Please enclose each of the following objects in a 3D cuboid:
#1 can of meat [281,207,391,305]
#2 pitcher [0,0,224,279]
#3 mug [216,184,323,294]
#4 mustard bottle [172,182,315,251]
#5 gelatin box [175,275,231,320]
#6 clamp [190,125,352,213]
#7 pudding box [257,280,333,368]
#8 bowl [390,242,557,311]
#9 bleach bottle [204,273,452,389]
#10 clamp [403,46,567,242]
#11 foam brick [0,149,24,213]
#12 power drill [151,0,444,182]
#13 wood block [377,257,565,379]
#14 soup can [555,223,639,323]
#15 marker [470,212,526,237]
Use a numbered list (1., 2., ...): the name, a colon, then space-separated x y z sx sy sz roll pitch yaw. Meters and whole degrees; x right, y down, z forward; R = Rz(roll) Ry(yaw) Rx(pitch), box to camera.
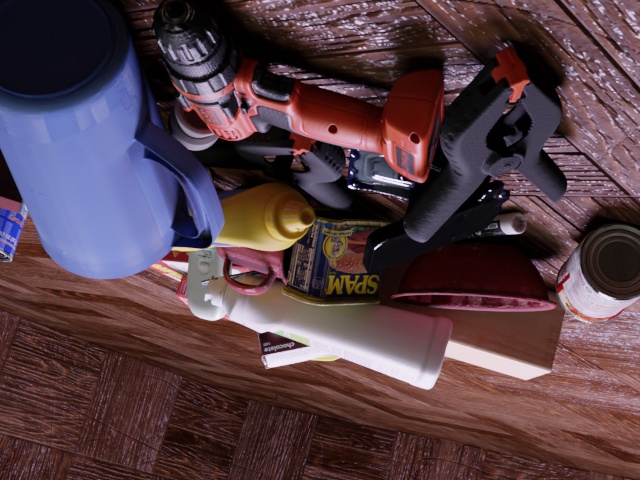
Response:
1. can of meat: 0.018 0.015 1.033 0.101 0.084 0.058 1 -167 -42
2. pitcher: -0.167 -0.074 0.800 0.149 0.145 0.243 -19 155 -8
3. mug: -0.057 0.001 1.065 0.082 0.117 0.093 16 157 21
4. mustard bottle: -0.069 -0.020 0.937 0.096 0.058 0.192 -6 -177 -38
5. gelatin box: -0.130 0.073 1.302 0.073 0.030 0.089 15 167 10
6. clamp: -0.023 -0.066 0.912 0.164 0.036 0.210 18 170 -16
7. pudding box: -0.015 0.085 1.174 0.113 0.090 0.039 -13 145 0
8. bowl: 0.150 0.035 1.044 0.162 0.055 0.162 3 172 0
9. bleach bottle: 0.003 0.082 1.088 0.251 0.068 0.102 17 164 6
10. clamp: 0.106 -0.056 0.697 0.120 0.039 0.171 -26 148 -3
11. foam brick: -0.298 -0.064 0.957 0.078 0.053 0.051 20 166 -15
12. power drill: -0.012 -0.102 0.722 0.188 0.057 0.184 16 170 11
13. wood block: 0.155 0.080 1.186 0.206 0.090 0.091 17 166 -2
14. soup can: 0.247 0.029 0.925 0.068 0.068 0.102 14 166 5
15. marker: 0.142 -0.012 0.982 0.020 0.020 0.121 23 165 -28
